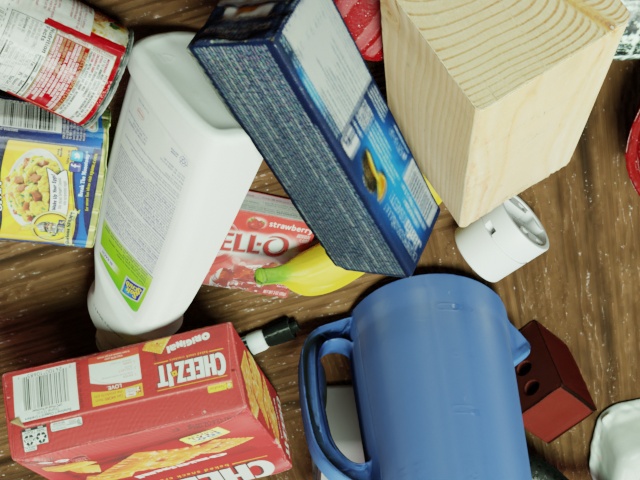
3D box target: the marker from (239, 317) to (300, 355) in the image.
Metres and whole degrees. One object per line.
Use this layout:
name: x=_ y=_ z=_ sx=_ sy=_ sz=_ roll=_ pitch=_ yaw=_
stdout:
marker: x=-0.072 y=0.089 z=0.851 sx=0.121 sy=0.020 sz=0.020 roll=-22 pitch=130 yaw=9

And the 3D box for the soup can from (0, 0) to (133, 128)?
soup can: x=-0.171 y=-0.117 z=0.627 sx=0.102 sy=0.068 sz=0.069 roll=24 pitch=122 yaw=-26

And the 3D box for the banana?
banana: x=0.046 y=-0.019 z=0.749 sx=0.198 sy=0.037 sz=0.069 roll=-40 pitch=158 yaw=4

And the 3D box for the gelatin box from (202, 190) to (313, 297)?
gelatin box: x=-0.055 y=0.001 z=0.772 sx=0.089 sy=0.030 sz=0.073 roll=11 pitch=127 yaw=-18

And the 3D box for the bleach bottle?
bleach bottle: x=-0.113 y=-0.012 z=0.720 sx=0.067 sy=0.103 sz=0.251 roll=-18 pitch=149 yaw=-40

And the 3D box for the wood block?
wood block: x=0.096 y=-0.092 z=0.605 sx=0.090 sy=0.091 sz=0.206 roll=-31 pitch=164 yaw=-3

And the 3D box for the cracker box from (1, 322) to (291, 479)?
cracker box: x=-0.118 y=0.141 z=0.801 sx=0.164 sy=0.072 sz=0.213 roll=-13 pitch=156 yaw=2

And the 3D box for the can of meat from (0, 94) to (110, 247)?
can of meat: x=-0.185 y=-0.044 z=0.694 sx=0.083 sy=0.057 sz=0.102 roll=6 pitch=129 yaw=-17

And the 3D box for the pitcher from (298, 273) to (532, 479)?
pitcher: x=0.080 y=0.152 z=0.784 sx=0.149 sy=0.243 sz=0.144 roll=-28 pitch=130 yaw=23

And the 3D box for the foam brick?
foam brick: x=0.182 y=0.116 z=0.879 sx=0.053 sy=0.078 sz=0.051 roll=-41 pitch=124 yaw=20
